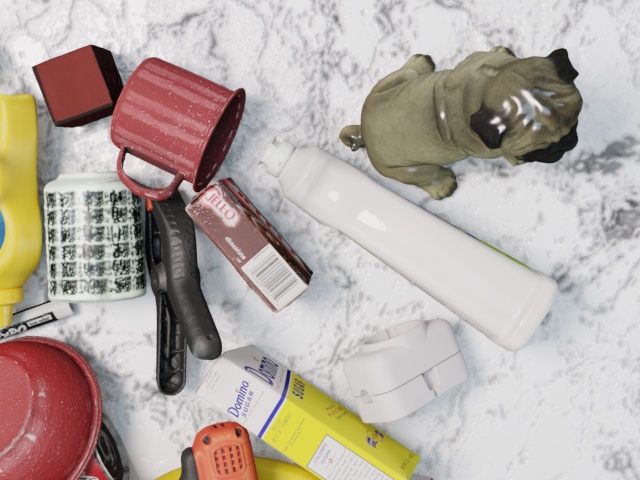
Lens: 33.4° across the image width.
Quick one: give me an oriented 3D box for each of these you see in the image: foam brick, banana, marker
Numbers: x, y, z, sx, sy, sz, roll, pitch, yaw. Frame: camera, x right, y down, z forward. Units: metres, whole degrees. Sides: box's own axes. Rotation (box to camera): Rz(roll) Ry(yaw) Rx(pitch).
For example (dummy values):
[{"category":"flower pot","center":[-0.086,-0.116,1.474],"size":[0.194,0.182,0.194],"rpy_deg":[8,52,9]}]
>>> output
[{"category":"foam brick","center":[-0.193,-0.124,0.870],"size":[0.051,0.078,0.053],"rpy_deg":[-20,96,3]},{"category":"banana","center":[-0.086,0.218,0.905],"size":[0.198,0.037,0.069],"rpy_deg":[-16,63,0]},{"category":"marker","center":[-0.270,0.074,0.918],"size":[0.121,0.020,0.020],"rpy_deg":[-19,94,4]}]

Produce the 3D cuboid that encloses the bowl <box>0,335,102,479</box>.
[{"category":"bowl","center":[-0.262,0.145,0.867],"size":[0.162,0.055,0.162],"rpy_deg":[-7,63,14]}]

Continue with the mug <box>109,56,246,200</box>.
[{"category":"mug","center":[-0.122,-0.087,0.860],"size":[0.081,0.093,0.117],"rpy_deg":[25,73,5]}]

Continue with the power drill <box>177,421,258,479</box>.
[{"category":"power drill","center":[-0.128,0.248,0.834],"size":[0.187,0.057,0.184],"rpy_deg":[-11,92,-16]}]

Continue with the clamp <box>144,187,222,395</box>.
[{"category":"clamp","center":[-0.121,0.042,0.877],"size":[0.039,0.120,0.171],"rpy_deg":[4,58,-29]}]

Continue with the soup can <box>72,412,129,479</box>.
[{"category":"soup can","center":[-0.223,0.194,0.902],"size":[0.102,0.068,0.068],"rpy_deg":[-24,94,5]}]

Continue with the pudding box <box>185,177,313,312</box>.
[{"category":"pudding box","center":[-0.056,0.001,0.868],"size":[0.039,0.090,0.113],"rpy_deg":[-39,93,6]}]

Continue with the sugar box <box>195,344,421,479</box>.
[{"category":"sugar box","center":[-0.007,0.149,0.861],"size":[0.176,0.093,0.048],"rpy_deg":[34,96,10]}]

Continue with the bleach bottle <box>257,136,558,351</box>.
[{"category":"bleach bottle","center":[0.062,-0.006,0.856],"size":[0.251,0.102,0.068],"rpy_deg":[32,90,-2]}]

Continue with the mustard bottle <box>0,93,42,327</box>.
[{"category":"mustard bottle","center":[-0.270,-0.023,0.880],"size":[0.096,0.058,0.191],"rpy_deg":[3,97,37]}]
